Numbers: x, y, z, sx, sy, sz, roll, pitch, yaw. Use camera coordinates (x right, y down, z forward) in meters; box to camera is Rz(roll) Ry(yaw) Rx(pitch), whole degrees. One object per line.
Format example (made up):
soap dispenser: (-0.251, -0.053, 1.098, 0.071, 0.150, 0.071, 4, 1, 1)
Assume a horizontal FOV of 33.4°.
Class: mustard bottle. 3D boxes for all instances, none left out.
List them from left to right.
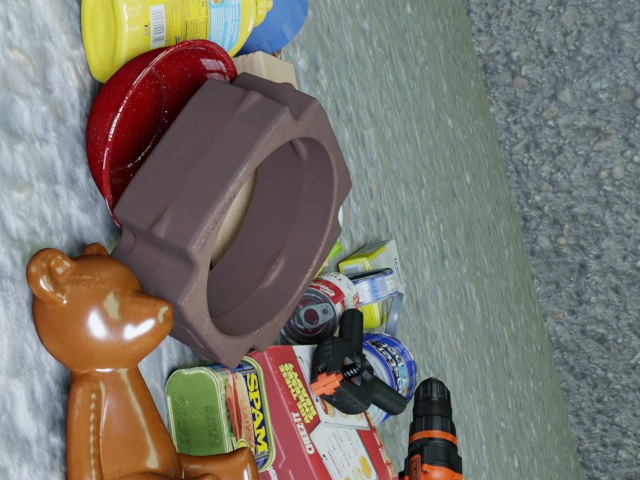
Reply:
mustard bottle: (-0.109, -0.191, 0.896, 0.191, 0.058, 0.096, -23, 122, -46)

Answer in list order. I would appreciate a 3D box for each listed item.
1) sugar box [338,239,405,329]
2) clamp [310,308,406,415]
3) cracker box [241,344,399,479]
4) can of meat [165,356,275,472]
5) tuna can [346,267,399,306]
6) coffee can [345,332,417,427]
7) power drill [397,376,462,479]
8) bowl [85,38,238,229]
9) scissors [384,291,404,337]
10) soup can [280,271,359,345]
sugar box: (0.072, 0.057, 1.448, 0.176, 0.048, 0.093, -29, 109, -75)
clamp: (0.029, 0.120, 1.056, 0.120, 0.039, 0.171, 60, 15, 18)
cracker box: (-0.012, 0.186, 1.027, 0.164, 0.072, 0.213, 66, 16, 12)
can of meat: (-0.085, 0.151, 0.896, 0.083, 0.057, 0.102, 6, 73, -69)
tuna can: (0.052, 0.059, 1.317, 0.086, 0.086, 0.034, -22, 99, -72)
coffee can: (0.045, 0.161, 1.208, 0.140, 0.103, 0.103, -3, 82, -72)
power drill: (0.085, 0.261, 1.159, 0.057, 0.188, 0.184, 20, 49, -18)
bowl: (-0.131, -0.087, 0.832, 0.161, 0.055, 0.162, -44, 148, -38)
scissors: (0.080, 0.153, 1.344, 0.096, 0.016, 0.201, 89, 14, -67)
soup can: (0.000, 0.075, 1.177, 0.102, 0.069, 0.068, -29, 107, -71)
